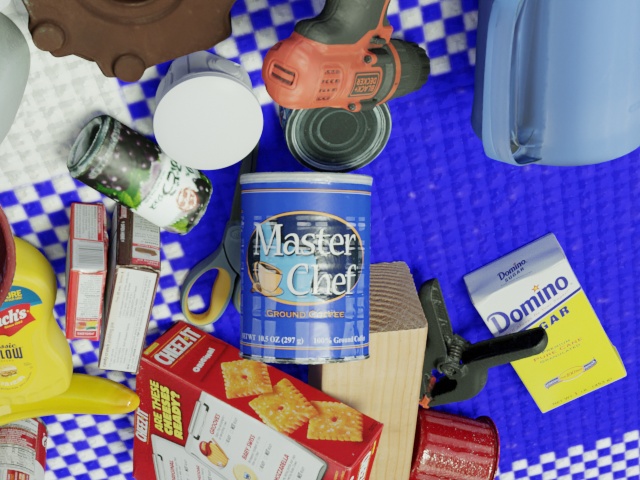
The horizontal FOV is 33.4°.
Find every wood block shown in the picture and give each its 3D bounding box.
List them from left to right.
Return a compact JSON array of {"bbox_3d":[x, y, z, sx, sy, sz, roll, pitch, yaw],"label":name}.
[{"bbox_3d":[0.038,0.129,0.976,0.090,0.091,0.206,-4,128,-7],"label":"wood block"}]

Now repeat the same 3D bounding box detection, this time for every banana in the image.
[{"bbox_3d":[-0.257,0.149,0.952,0.198,0.069,0.037,-13,128,-1],"label":"banana"}]

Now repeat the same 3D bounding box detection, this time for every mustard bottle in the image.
[{"bbox_3d":[-0.265,0.052,0.880,0.096,0.058,0.192,-2,128,-3],"label":"mustard bottle"}]

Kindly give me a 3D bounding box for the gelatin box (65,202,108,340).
[{"bbox_3d":[-0.187,0.024,0.852,0.030,0.089,0.073,3,128,-15],"label":"gelatin box"}]

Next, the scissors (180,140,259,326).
[{"bbox_3d":[-0.056,0.001,0.906,0.096,0.016,0.202,16,124,-24],"label":"scissors"}]

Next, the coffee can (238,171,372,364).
[{"bbox_3d":[-0.012,0.020,0.825,0.102,0.103,0.140,1,90,-11],"label":"coffee can"}]

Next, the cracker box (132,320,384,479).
[{"bbox_3d":[-0.061,0.188,0.950,0.214,0.072,0.164,25,129,20],"label":"cracker box"}]

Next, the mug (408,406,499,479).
[{"bbox_3d":[0.120,0.220,1.052,0.081,0.117,0.093,15,136,-15],"label":"mug"}]

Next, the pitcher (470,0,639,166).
[{"bbox_3d":[0.164,-0.176,0.727,0.145,0.149,0.243,-9,126,-4],"label":"pitcher"}]

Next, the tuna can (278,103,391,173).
[{"bbox_3d":[0.012,-0.094,0.831,0.086,0.034,0.086,-5,129,-6],"label":"tuna can"}]

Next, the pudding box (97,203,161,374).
[{"bbox_3d":[-0.156,0.038,0.869,0.039,0.090,0.114,5,126,-14],"label":"pudding box"}]

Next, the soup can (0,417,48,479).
[{"bbox_3d":[-0.286,0.214,0.977,0.068,0.102,0.068,-5,129,-7],"label":"soup can"}]

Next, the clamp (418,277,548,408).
[{"bbox_3d":[0.117,0.099,0.980,0.120,0.039,0.172,35,138,-2],"label":"clamp"}]

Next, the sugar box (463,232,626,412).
[{"bbox_3d":[0.212,0.081,1.000,0.093,0.048,0.176,-28,129,12],"label":"sugar box"}]

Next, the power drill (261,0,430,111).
[{"bbox_3d":[0.046,-0.177,0.719,0.184,0.057,0.188,-19,132,-57],"label":"power drill"}]
